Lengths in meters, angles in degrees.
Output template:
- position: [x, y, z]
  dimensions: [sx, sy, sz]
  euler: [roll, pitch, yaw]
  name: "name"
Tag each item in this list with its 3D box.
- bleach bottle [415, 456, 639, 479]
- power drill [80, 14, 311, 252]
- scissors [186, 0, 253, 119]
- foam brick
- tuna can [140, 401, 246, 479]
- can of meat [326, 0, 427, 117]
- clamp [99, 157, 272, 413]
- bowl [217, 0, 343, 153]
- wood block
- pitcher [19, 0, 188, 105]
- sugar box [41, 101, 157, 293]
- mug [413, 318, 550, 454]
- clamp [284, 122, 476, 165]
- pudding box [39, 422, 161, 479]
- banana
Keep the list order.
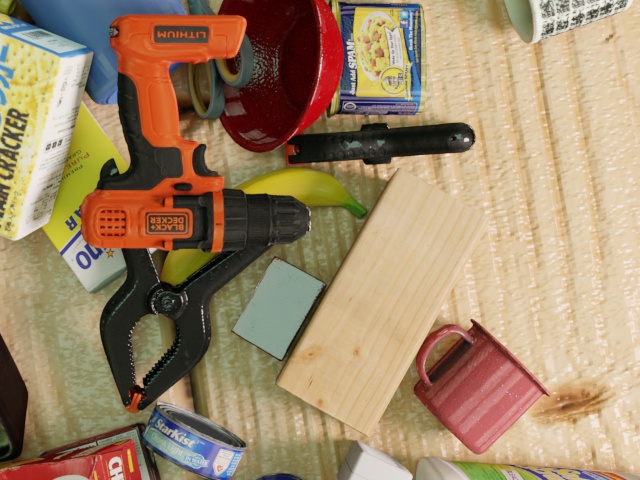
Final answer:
- position: [0.214, 0.225, 0.912]
  dimensions: [0.250, 0.102, 0.068]
  euler: [2, 94, -8]
  name: "bleach bottle"
- position: [-0.097, -0.083, 0.844]
  dimensions: [0.184, 0.057, 0.188]
  euler: [-1, 98, -13]
  name: "power drill"
- position: [-0.096, -0.208, 0.933]
  dimensions: [0.016, 0.096, 0.202]
  euler: [-3, 87, -41]
  name: "scissors"
- position: [-0.037, 0.059, 0.927]
  dimensions: [0.053, 0.051, 0.078]
  euler: [31, 85, 1]
  name: "foam brick"
- position: [-0.107, 0.170, 0.900]
  dimensions: [0.086, 0.086, 0.034]
  euler: [26, 87, 0]
  name: "tuna can"
- position: [0.048, -0.160, 0.943]
  dimensions: [0.084, 0.057, 0.102]
  euler: [0, 87, -4]
  name: "can of meat"
- position: [-0.138, 0.041, 0.901]
  dimensions: [0.164, 0.036, 0.210]
  euler: [24, 95, -13]
  name: "clamp"
- position: [-0.030, -0.155, 0.912]
  dimensions: [0.055, 0.162, 0.162]
  euler: [-1, 85, -39]
  name: "bowl"
- position: [0.051, 0.052, 0.911]
  dimensions: [0.090, 0.091, 0.206]
  euler: [30, 85, 0]
  name: "wood block"
- position: [-0.202, -0.247, 0.912]
  dimensions: [0.149, 0.145, 0.243]
  euler: [-33, 92, 8]
  name: "pitcher"
- position: [-0.213, -0.050, 0.931]
  dimensions: [0.093, 0.048, 0.176]
  euler: [-36, 87, -4]
  name: "sugar box"
- position: [0.127, 0.120, 0.906]
  dimensions: [0.081, 0.093, 0.117]
  euler: [-45, 116, 0]
  name: "mug"
- position: [0.054, -0.083, 0.910]
  dimensions: [0.171, 0.120, 0.039]
  euler: [-6, 89, 1]
  name: "clamp"
- position: [-0.182, 0.223, 0.918]
  dimensions: [0.090, 0.039, 0.113]
  euler: [-16, 85, -1]
  name: "pudding box"
- position: [-0.060, -0.017, 0.938]
  dimensions: [0.197, 0.037, 0.069]
  euler: [-22, 88, -3]
  name: "banana"
